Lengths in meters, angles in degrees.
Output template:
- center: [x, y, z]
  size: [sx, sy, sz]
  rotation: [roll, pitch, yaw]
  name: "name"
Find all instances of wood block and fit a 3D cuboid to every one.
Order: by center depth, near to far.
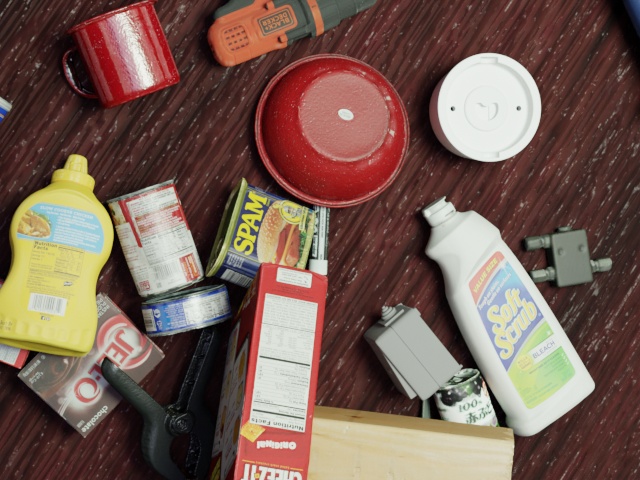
- center: [0.081, 0.221, 1.044]
  size: [0.206, 0.090, 0.090]
  rotation: [5, 89, 10]
  name: "wood block"

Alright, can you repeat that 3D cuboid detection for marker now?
- center: [0.000, -0.025, 1.090]
  size: [0.020, 0.020, 0.121]
  rotation: [3, 91, -10]
  name: "marker"

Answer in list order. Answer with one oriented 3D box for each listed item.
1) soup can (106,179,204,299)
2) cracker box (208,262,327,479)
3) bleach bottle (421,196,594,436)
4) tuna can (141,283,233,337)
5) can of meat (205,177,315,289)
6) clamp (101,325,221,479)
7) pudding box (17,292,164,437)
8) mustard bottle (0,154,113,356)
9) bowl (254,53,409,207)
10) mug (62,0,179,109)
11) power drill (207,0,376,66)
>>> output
- center: [-0.159, -0.001, 1.037]
  size: [0.068, 0.068, 0.102]
  rotation: [-19, 95, -9]
  name: "soup can"
- center: [-0.050, 0.150, 0.977]
  size: [0.072, 0.164, 0.213]
  rotation: [11, 64, -11]
  name: "cracker box"
- center: [0.177, 0.071, 1.104]
  size: [0.102, 0.068, 0.251]
  rotation: [-34, 95, -8]
  name: "bleach bottle"
- center: [-0.130, 0.067, 1.036]
  size: [0.086, 0.086, 0.034]
  rotation: [-13, 92, -10]
  name: "tuna can"
- center: [-0.057, 0.001, 1.048]
  size: [0.084, 0.058, 0.102]
  rotation: [22, 58, -13]
  name: "can of meat"
- center: [-0.152, 0.170, 1.040]
  size: [0.120, 0.039, 0.171]
  rotation: [-6, 103, -21]
  name: "clamp"
- center: [-0.223, 0.120, 1.044]
  size: [0.113, 0.039, 0.090]
  rotation: [-46, 99, -6]
  name: "pudding box"
- center: [-0.248, 0.009, 1.011]
  size: [0.096, 0.058, 0.191]
  rotation: [11, 71, -13]
  name: "mustard bottle"
- center: [0.018, -0.116, 1.058]
  size: [0.162, 0.055, 0.162]
  rotation: [2, 81, -11]
  name: "bowl"
- center: [-0.195, -0.173, 1.022]
  size: [0.117, 0.093, 0.081]
  rotation: [-16, 101, 21]
  name: "mug"
- center: [-0.049, -0.285, 1.053]
  size: [0.184, 0.057, 0.187]
  rotation: [-24, 96, -9]
  name: "power drill"
